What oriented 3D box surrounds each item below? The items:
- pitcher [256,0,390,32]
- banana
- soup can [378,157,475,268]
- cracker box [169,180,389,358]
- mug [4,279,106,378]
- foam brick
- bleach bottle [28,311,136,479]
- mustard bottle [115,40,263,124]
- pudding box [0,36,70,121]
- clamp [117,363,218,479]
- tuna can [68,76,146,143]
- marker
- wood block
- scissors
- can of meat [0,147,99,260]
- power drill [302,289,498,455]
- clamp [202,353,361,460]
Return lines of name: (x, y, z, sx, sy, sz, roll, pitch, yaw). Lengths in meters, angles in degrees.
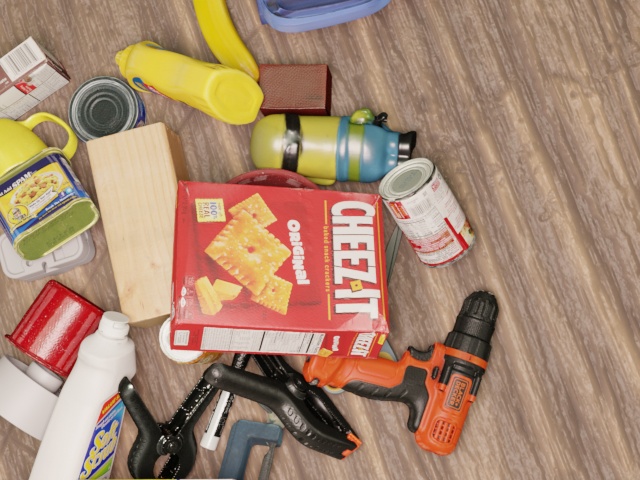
pitcher: (0.036, -0.316, 1.177, 0.243, 0.145, 0.149, -9, 100, 2)
banana: (-0.114, -0.271, 1.227, 0.070, 0.037, 0.198, -10, 85, 29)
soup can: (0.114, -0.029, 1.143, 0.068, 0.068, 0.102, -34, 120, 1)
cracker box: (-0.043, 0.029, 1.080, 0.213, 0.072, 0.164, 3, 60, -8)
mug: (-0.279, 0.103, 1.188, 0.117, 0.093, 0.081, 36, 82, -22)
foam brick: (-0.028, -0.168, 1.206, 0.078, 0.051, 0.053, 2, 85, 6)
bleach bottle: (-0.251, 0.196, 1.128, 0.068, 0.102, 0.251, 23, 105, 20)
mustard bottle: (-0.161, -0.183, 1.191, 0.192, 0.096, 0.058, 23, 94, 35)
pudding box: (-0.351, -0.176, 1.220, 0.113, 0.090, 0.039, -34, 83, 0)
clamp: (-0.159, 0.207, 1.156, 0.120, 0.039, 0.171, -10, 122, -23)
tuna can: (-0.247, -0.146, 1.234, 0.086, 0.033, 0.086, -1, 83, 6)
marker: (-0.104, 0.174, 1.190, 0.020, 0.020, 0.121, 20, 86, 7)
wood block: (-0.185, -0.015, 1.184, 0.090, 0.091, 0.206, -14, 82, 4)
scissors: (0.074, 0.090, 1.184, 0.096, 0.016, 0.202, 32, 87, 7)
can of meat: (-0.301, -0.038, 1.156, 0.102, 0.057, 0.084, -34, 61, -7)
power drill: (0.087, 0.117, 1.144, 0.187, 0.057, 0.184, 21, 78, -3)
clamp: (-0.039, 0.155, 1.145, 0.209, 0.164, 0.036, 41, 111, -20)
